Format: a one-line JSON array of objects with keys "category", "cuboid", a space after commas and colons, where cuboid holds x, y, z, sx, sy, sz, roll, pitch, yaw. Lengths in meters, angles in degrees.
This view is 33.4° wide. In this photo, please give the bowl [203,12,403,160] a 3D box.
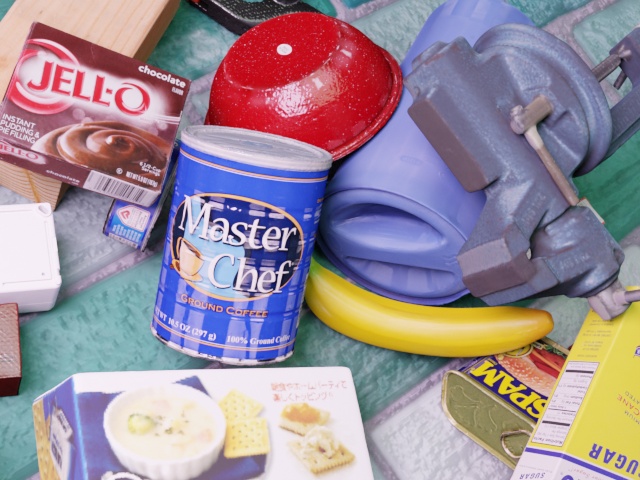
[{"category": "bowl", "cuboid": [-0.022, -0.123, 0.807, 0.162, 0.055, 0.162, -12, 44, 11]}]

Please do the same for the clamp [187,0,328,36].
[{"category": "clamp", "cuboid": [-0.026, -0.197, 0.899, 0.171, 0.039, 0.120, -8, 68, -16]}]

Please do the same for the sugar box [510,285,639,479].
[{"category": "sugar box", "cuboid": [0.200, 0.128, 0.737, 0.093, 0.048, 0.176, 37, 67, -23]}]

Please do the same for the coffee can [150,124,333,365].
[{"category": "coffee can", "cuboid": [-0.055, 0.001, 0.727, 0.102, 0.103, 0.140, 7, 104, -17]}]

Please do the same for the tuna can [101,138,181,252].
[{"category": "tuna can", "cuboid": [-0.126, -0.037, 0.766, 0.033, 0.086, 0.086, 23, 62, -8]}]

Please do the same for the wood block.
[{"category": "wood block", "cuboid": [-0.181, -0.139, 0.787, 0.090, 0.091, 0.206, 28, 61, -7]}]

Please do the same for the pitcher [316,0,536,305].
[{"category": "pitcher", "cuboid": [0.086, -0.084, 0.845, 0.149, 0.145, 0.242, 50, 51, -32]}]

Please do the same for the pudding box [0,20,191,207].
[{"category": "pudding box", "cuboid": [-0.150, -0.081, 0.699, 0.113, 0.039, 0.090, 20, 64, -18]}]

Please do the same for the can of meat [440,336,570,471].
[{"category": "can of meat", "cuboid": [0.156, 0.119, 0.799, 0.083, 0.057, 0.102, -28, 43, -30]}]

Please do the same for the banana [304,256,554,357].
[{"category": "banana", "cuboid": [0.070, 0.057, 0.796, 0.198, 0.070, 0.037, 14, 53, 4]}]

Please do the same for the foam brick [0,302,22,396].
[{"category": "foam brick", "cuboid": [-0.237, 0.074, 0.697, 0.078, 0.051, 0.053, -1, 69, -20]}]
